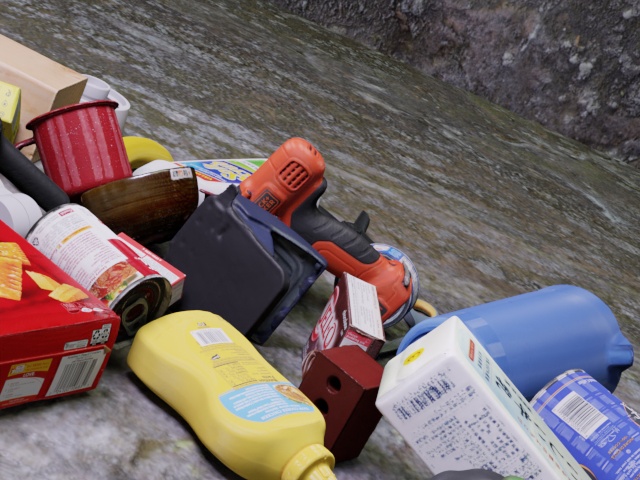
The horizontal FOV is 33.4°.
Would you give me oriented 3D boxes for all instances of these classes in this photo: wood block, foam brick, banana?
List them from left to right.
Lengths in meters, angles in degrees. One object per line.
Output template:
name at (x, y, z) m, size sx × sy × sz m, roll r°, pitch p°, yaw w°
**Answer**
wood block at (-0.369, -0.173, 1.139) m, size 0.206 × 0.090 × 0.090 m, roll 27°, pitch 19°, yaw 1°
banana at (-0.213, -0.088, 1.193) m, size 0.070 × 0.037 × 0.197 m, roll 29°, pitch 19°, yaw 14°
foam brick at (0.015, 0.129, 0.839) m, size 0.053 × 0.078 × 0.051 m, roll 38°, pitch 20°, yaw 32°

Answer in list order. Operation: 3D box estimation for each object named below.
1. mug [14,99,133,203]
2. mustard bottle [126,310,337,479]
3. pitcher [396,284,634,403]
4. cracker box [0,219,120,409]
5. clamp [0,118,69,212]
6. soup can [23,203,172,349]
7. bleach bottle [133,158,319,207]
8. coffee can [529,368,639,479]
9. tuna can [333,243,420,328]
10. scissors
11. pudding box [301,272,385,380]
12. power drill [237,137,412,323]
mug at (-0.243, -0.081, 1.042) m, size 0.117 × 0.081 × 0.093 m, roll -16°, pitch -1°, yaw -10°
mustard bottle at (-0.053, 0.126, 0.787) m, size 0.192 × 0.058 × 0.096 m, roll 38°, pitch 24°, yaw 34°
pitcher at (0.172, 0.117, 1.028) m, size 0.242 × 0.149 × 0.145 m, roll -3°, pitch 48°, yaw -49°
cracker box at (-0.270, 0.031, 0.741) m, size 0.214 × 0.072 × 0.163 m, roll 35°, pitch 20°, yaw 27°
clamp at (-0.320, -0.104, 0.941) m, size 0.165 × 0.036 × 0.210 m, roll 24°, pitch -21°, yaw 20°
soup can at (-0.172, 0.026, 0.815) m, size 0.102 × 0.069 × 0.068 m, roll 38°, pitch 22°, yaw 25°
bleach bottle at (-0.115, -0.051, 1.184) m, size 0.103 × 0.068 × 0.250 m, roll 35°, pitch 22°, yaw 31°
coffee can at (0.251, 0.194, 0.930) m, size 0.102 × 0.103 × 0.140 m, roll 4°, pitch 28°, yaw -48°
tuna can at (0.057, 0.048, 1.102) m, size 0.086 × 0.086 × 0.033 m, roll 29°, pitch 20°, yaw 10°
scissors at (0.093, 0.091, 1.142) m, size 0.201 × 0.016 × 0.096 m, roll 4°, pitch 26°, yaw -48°
pudding box at (0.018, 0.091, 0.926) m, size 0.039 × 0.090 × 0.113 m, roll 22°, pitch 19°, yaw -12°
power drill at (-0.023, 0.023, 0.991) m, size 0.187 × 0.185 × 0.057 m, roll 42°, pitch 19°, yaw -16°
